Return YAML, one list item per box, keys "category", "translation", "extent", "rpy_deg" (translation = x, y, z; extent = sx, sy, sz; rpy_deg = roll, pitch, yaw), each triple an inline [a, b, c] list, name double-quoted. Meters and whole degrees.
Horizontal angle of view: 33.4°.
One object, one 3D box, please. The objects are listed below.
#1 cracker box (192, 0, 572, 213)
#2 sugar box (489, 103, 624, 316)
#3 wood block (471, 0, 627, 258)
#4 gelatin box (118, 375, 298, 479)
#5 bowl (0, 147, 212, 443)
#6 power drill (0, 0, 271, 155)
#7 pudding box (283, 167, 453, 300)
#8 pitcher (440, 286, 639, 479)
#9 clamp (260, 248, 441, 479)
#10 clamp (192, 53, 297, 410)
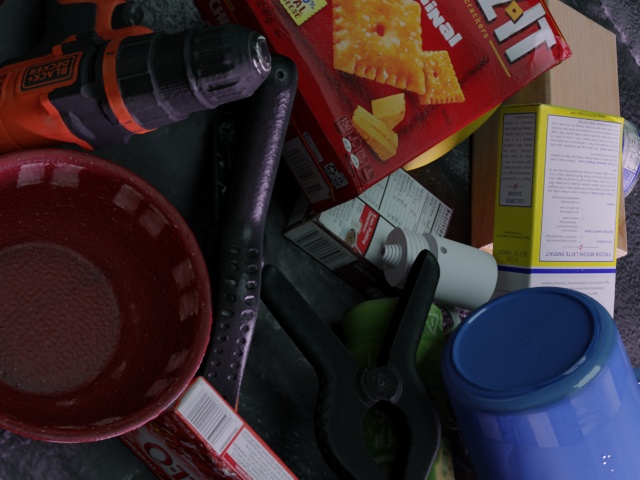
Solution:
- category: "cracker box"
  translation: [0.048, -0.143, 0.719]
  extent: [0.213, 0.072, 0.164]
  rpy_deg: [-34, 98, -26]
- category: "sugar box"
  translation: [0.167, -0.005, 0.756]
  extent: [0.093, 0.048, 0.176]
  rpy_deg: [2, 95, -36]
- category: "wood block"
  translation: [0.186, -0.084, 0.883]
  extent: [0.090, 0.090, 0.206]
  rpy_deg: [20, 62, -33]
- category: "gelatin box"
  translation: [-0.066, 0.122, 0.604]
  extent: [0.089, 0.073, 0.030]
  rpy_deg: [50, 50, -15]
- category: "bowl"
  translation: [-0.143, 0.034, 0.576]
  extent: [0.161, 0.055, 0.162]
  rpy_deg: [12, 64, -25]
- category: "power drill"
  translation: [-0.108, -0.139, 0.612]
  extent: [0.057, 0.185, 0.187]
  rpy_deg: [57, 31, -50]
- category: "pudding box"
  translation: [0.038, -0.014, 0.767]
  extent: [0.113, 0.039, 0.090]
  rpy_deg: [38, 54, -25]
- category: "pitcher"
  translation: [0.173, 0.145, 0.695]
  extent: [0.242, 0.145, 0.149]
  rpy_deg: [65, 36, -31]
- category: "clamp"
  translation: [0.039, 0.083, 0.658]
  extent: [0.120, 0.039, 0.171]
  rpy_deg: [-15, 80, -14]
- category: "clamp"
  translation: [-0.054, 0.001, 0.649]
  extent: [0.036, 0.165, 0.210]
  rpy_deg: [8, 90, -13]
